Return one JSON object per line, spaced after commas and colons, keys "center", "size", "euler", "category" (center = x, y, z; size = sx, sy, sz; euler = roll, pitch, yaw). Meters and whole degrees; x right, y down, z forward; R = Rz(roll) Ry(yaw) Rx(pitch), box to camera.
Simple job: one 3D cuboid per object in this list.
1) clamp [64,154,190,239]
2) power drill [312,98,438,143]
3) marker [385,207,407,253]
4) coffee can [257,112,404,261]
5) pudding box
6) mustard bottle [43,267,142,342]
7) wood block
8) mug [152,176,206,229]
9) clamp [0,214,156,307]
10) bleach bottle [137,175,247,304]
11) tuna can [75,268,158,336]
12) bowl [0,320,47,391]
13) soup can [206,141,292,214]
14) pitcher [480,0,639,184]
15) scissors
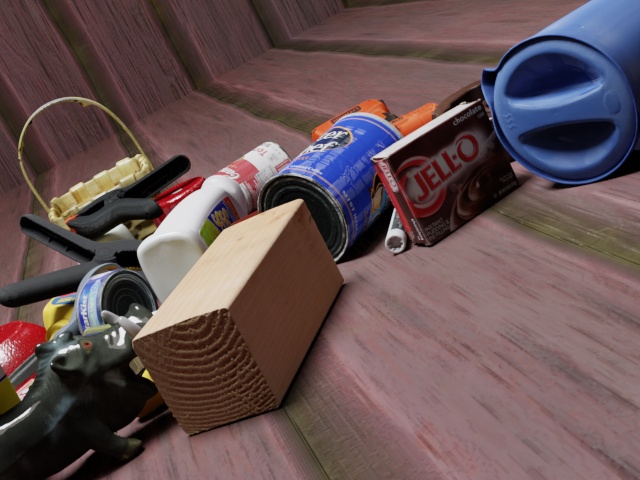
{"center": [-0.232, -0.049, 1.289], "size": [0.172, 0.039, 0.120], "euler": [-14, 25, 33], "category": "clamp"}
{"center": [0.049, -0.114, 1.294], "size": [0.184, 0.057, 0.188], "euler": [-26, 18, -8], "category": "power drill"}
{"center": [0.076, -0.019, 1.017], "size": [0.020, 0.020, 0.121], "euler": [-23, 17, 17], "category": "marker"}
{"center": [0.018, -0.053, 1.066], "size": [0.103, 0.103, 0.140], "euler": [-13, 21, 41], "category": "coffee can"}
{"center": [0.113, -0.062, 0.961], "size": [0.113, 0.090, 0.039], "euler": [-33, 16, -20], "category": "pudding box"}
{"center": [-0.253, 0.074, 1.188], "size": [0.096, 0.058, 0.191], "euler": [1, 26, 15], "category": "mustard bottle"}
{"center": [-0.060, 0.056, 0.878], "size": [0.090, 0.091, 0.206], "euler": [-21, 18, 24], "category": "wood block"}
{"center": [-0.157, -0.023, 1.297], "size": [0.093, 0.081, 0.117], "euler": [-29, 16, -4], "category": "mug"}
{"center": [-0.242, 0.033, 1.160], "size": [0.210, 0.036, 0.164], "euler": [9, 31, -4], "category": "clamp"}
{"center": [-0.125, -0.014, 1.162], "size": [0.068, 0.102, 0.250], "euler": [-18, 22, 14], "category": "bleach bottle"}
{"center": [-0.202, 0.072, 1.070], "size": [0.034, 0.086, 0.086], "euler": [-15, 20, 33], "category": "tuna can"}
{"center": [-0.357, 0.136, 1.181], "size": [0.162, 0.055, 0.162], "euler": [-26, 17, 8], "category": "bowl"}
{"center": [-0.089, -0.076, 1.377], "size": [0.102, 0.068, 0.069], "euler": [-36, 18, -28], "category": "soup can"}
{"center": [0.271, -0.154, 0.953], "size": [0.242, 0.149, 0.145], "euler": [-38, 4, -43], "category": "pitcher"}
{"center": [-0.238, 0.106, 1.055], "size": [0.016, 0.096, 0.201], "euler": [-13, 35, 33], "category": "scissors"}
